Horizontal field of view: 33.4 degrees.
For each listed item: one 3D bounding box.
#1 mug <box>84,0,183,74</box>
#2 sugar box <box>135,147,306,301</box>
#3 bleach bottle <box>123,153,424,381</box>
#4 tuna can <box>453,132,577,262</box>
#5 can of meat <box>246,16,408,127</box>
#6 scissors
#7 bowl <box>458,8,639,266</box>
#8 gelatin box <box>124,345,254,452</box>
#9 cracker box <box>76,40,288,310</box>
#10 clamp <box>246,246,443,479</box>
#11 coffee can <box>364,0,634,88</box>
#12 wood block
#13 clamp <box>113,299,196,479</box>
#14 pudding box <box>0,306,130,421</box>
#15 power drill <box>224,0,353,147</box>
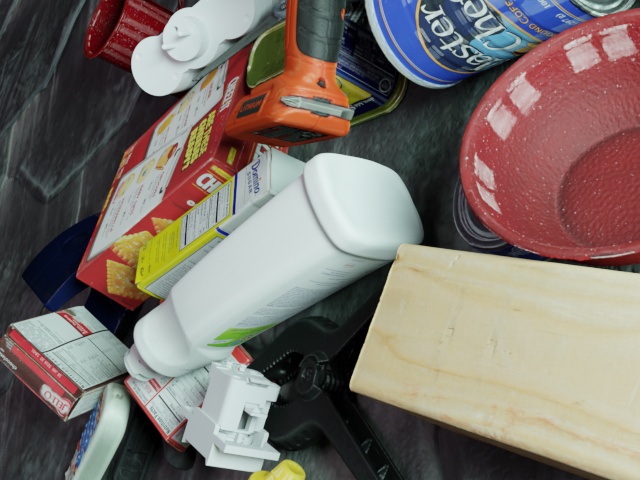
[{"bbox_3d":[-0.194,-0.234,1.167,0.117,0.081,0.093,-53,35,20],"label":"mug"},{"bbox_3d":[-0.055,0.001,0.810,0.177,0.093,0.048,-34,45,39],"label":"sugar box"},{"bbox_3d":[-0.053,0.034,0.734,0.251,0.102,0.068,-34,68,31],"label":"bleach bottle"},{"bbox_3d":[0.119,-0.028,0.632,0.086,0.033,0.086,-33,45,40],"label":"tuna can"},{"bbox_3d":[0.004,-0.130,0.816,0.102,0.083,0.057,-15,58,51],"label":"can of meat"},{"bbox_3d":[-0.012,-0.183,0.853,0.201,0.016,0.096,-46,42,-3],"label":"scissors"},{"bbox_3d":[0.155,-0.043,0.542,0.162,0.055,0.162,-18,47,20],"label":"bowl"},{"bbox_3d":[-0.099,0.107,0.823,0.089,0.030,0.073,-45,50,-4],"label":"gelatin box"},{"bbox_3d":[-0.110,-0.056,0.923,0.214,0.072,0.164,-34,32,40],"label":"cracker box"},{"bbox_3d":[0.006,0.102,0.708,0.210,0.036,0.164,-23,51,50],"label":"clamp"},{"bbox_3d":[0.111,-0.164,0.667,0.141,0.102,0.103,-17,57,50],"label":"coffee can"},{"bbox_3d":[0.120,0.064,0.521,0.206,0.090,0.090,8,76,57],"label":"wood block"},{"bbox_3d":[-0.126,0.122,0.884,0.120,0.039,0.171,-15,62,50],"label":"clamp"},{"bbox_3d":[-0.216,0.104,0.930,0.090,0.113,0.039,41,109,12],"label":"pudding box"},{"bbox_3d":[-0.020,-0.160,0.721,0.185,0.057,0.187,-179,96,-65],"label":"power drill"}]
